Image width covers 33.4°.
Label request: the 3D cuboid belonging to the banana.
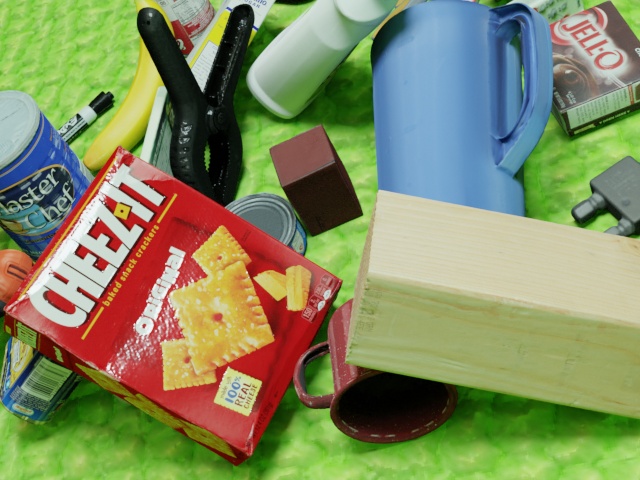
[{"bbox_3d":[-0.190,-0.162,1.099,0.069,0.037,0.198,13,90,-6],"label":"banana"}]

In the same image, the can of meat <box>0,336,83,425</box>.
[{"bbox_3d":[-0.230,0.094,0.911,0.084,0.057,0.102,-49,28,24],"label":"can of meat"}]

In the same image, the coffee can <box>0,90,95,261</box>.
[{"bbox_3d":[-0.281,-0.059,1.023,0.103,0.140,0.103,-12,51,15],"label":"coffee can"}]

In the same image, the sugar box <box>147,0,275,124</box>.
[{"bbox_3d":[-0.106,-0.187,1.080,0.176,0.048,0.093,-60,15,-26],"label":"sugar box"}]

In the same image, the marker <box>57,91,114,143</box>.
[{"bbox_3d":[-0.269,-0.118,1.145,0.121,0.020,0.020,-44,50,-12],"label":"marker"}]

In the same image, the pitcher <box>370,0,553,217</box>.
[{"bbox_3d":[0.111,-0.072,0.860,0.145,0.149,0.243,-1,56,4],"label":"pitcher"}]

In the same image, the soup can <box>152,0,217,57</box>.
[{"bbox_3d":[-0.155,-0.256,1.145,0.068,0.102,0.068,-12,51,15],"label":"soup can"}]

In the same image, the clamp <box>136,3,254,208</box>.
[{"bbox_3d":[-0.111,-0.115,0.966,0.036,0.164,0.210,5,98,29],"label":"clamp"}]

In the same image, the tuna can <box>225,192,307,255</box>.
[{"bbox_3d":[-0.056,0.001,0.946,0.086,0.033,0.086,-13,50,15],"label":"tuna can"}]

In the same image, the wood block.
[{"bbox_3d":[0.128,0.044,0.727,0.206,0.090,0.090,11,40,-1],"label":"wood block"}]

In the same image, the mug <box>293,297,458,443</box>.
[{"bbox_3d":[0.037,0.094,0.794,0.117,0.093,0.081,-13,45,6],"label":"mug"}]

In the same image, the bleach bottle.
[{"bbox_3d":[0.010,-0.186,0.939,0.102,0.068,0.251,-51,8,-17],"label":"bleach bottle"}]

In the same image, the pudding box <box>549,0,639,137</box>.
[{"bbox_3d":[0.233,-0.151,0.928,0.090,0.039,0.113,-23,49,6],"label":"pudding box"}]

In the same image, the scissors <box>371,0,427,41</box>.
[{"bbox_3d":[0.118,-0.258,1.011,0.202,0.016,0.096,-40,18,40],"label":"scissors"}]

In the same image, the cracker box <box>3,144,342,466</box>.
[{"bbox_3d":[-0.111,0.050,0.835,0.213,0.072,0.164,31,66,-4],"label":"cracker box"}]

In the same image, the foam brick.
[{"bbox_3d":[-0.004,-0.052,0.934,0.053,0.078,0.051,-23,50,6],"label":"foam brick"}]
